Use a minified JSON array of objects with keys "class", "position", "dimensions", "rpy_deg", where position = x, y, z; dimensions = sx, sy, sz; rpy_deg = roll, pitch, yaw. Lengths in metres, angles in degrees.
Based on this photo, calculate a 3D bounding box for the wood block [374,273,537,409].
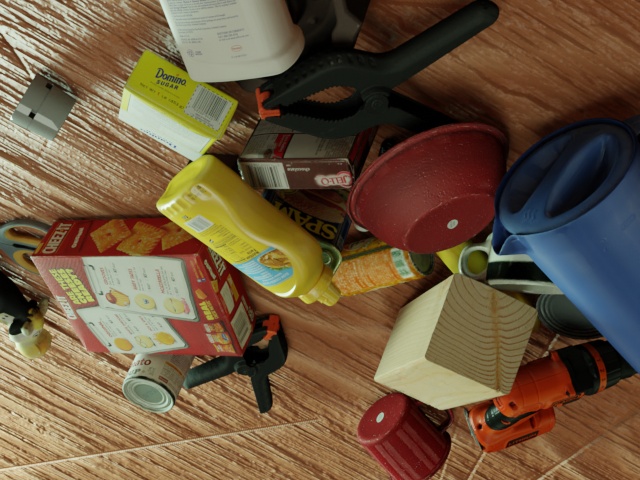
[{"class":"wood block","position":[0.131,0.108,1.084],"dimensions":[0.090,0.090,0.206],"rpy_deg":[24,164,-4]}]

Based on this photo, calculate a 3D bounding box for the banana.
[{"class":"banana","position":[0.172,0.040,1.086],"dimensions":[0.037,0.069,0.197],"rpy_deg":[-40,112,14]}]

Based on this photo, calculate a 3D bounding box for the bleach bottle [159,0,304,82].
[{"class":"bleach bottle","position":[-0.095,-0.247,0.823],"dimensions":[0.103,0.068,0.251],"rpy_deg":[-2,127,23]}]

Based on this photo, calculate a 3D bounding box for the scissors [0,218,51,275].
[{"class":"scissors","position":[-0.399,0.002,1.290],"dimensions":[0.202,0.016,0.096],"rpy_deg":[3,134,18]}]

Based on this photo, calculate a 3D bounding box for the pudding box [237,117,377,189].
[{"class":"pudding box","position":[-0.011,-0.089,1.001],"dimensions":[0.114,0.090,0.039],"rpy_deg":[2,131,20]}]

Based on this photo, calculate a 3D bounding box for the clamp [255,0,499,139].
[{"class":"clamp","position":[0.051,-0.137,0.913],"dimensions":[0.209,0.036,0.165],"rpy_deg":[-3,140,-11]}]

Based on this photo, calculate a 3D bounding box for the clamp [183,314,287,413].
[{"class":"clamp","position":[-0.099,0.147,1.303],"dimensions":[0.120,0.039,0.172],"rpy_deg":[10,133,-12]}]

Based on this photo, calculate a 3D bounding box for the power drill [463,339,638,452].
[{"class":"power drill","position":[0.245,0.161,1.134],"dimensions":[0.184,0.057,0.188],"rpy_deg":[-13,156,-17]}]

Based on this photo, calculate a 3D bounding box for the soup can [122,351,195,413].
[{"class":"soup can","position":[-0.192,0.150,1.298],"dimensions":[0.068,0.102,0.068],"rpy_deg":[11,136,10]}]

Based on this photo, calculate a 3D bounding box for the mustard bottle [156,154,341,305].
[{"class":"mustard bottle","position":[-0.056,0.001,1.004],"dimensions":[0.191,0.058,0.096],"rpy_deg":[39,148,-18]}]

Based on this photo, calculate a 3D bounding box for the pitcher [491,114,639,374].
[{"class":"pitcher","position":[0.277,0.012,0.934],"dimensions":[0.149,0.145,0.242],"rpy_deg":[-13,130,45]}]

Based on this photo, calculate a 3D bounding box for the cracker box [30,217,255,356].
[{"class":"cracker box","position":[-0.198,0.053,1.227],"dimensions":[0.214,0.072,0.164],"rpy_deg":[-1,132,22]}]

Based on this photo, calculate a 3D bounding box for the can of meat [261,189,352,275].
[{"class":"can of meat","position":[-0.019,-0.019,1.078],"dimensions":[0.102,0.084,0.058],"rpy_deg":[24,136,-3]}]

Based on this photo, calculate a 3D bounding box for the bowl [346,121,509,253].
[{"class":"bowl","position":[0.108,-0.036,0.975],"dimensions":[0.162,0.055,0.162],"rpy_deg":[-17,151,-10]}]

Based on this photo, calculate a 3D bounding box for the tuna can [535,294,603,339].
[{"class":"tuna can","position":[0.265,0.061,1.088],"dimensions":[0.086,0.033,0.086],"rpy_deg":[11,136,10]}]

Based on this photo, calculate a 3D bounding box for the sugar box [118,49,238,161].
[{"class":"sugar box","position":[-0.135,-0.120,0.984],"dimensions":[0.093,0.048,0.176],"rpy_deg":[30,175,-10]}]

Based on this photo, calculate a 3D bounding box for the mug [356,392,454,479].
[{"class":"mug","position":[0.107,0.231,1.288],"dimensions":[0.117,0.093,0.081],"rpy_deg":[-38,111,9]}]

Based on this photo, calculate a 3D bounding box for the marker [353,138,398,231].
[{"class":"marker","position":[0.056,-0.055,1.061],"dimensions":[0.020,0.020,0.121],"rpy_deg":[19,137,1]}]
